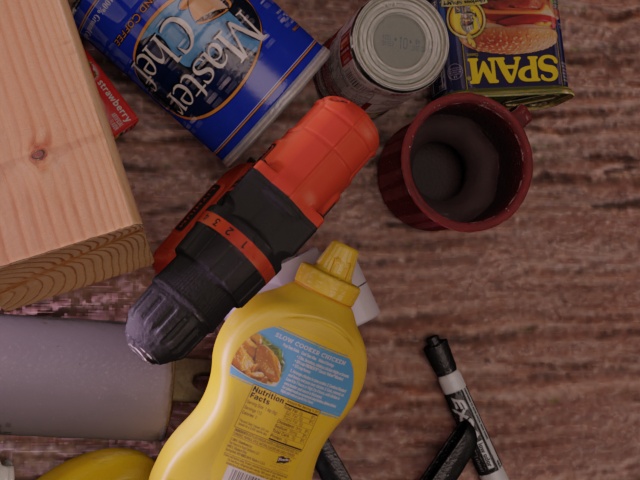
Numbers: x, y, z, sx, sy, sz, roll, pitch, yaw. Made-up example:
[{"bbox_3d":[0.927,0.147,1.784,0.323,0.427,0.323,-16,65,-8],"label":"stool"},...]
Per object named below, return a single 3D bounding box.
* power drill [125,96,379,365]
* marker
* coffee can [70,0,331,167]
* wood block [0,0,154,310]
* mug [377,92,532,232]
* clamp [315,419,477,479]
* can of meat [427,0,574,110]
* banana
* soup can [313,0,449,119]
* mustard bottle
[{"bbox_3d":[-0.054,0.001,0.650,0.057,0.188,0.184,46,76,-9],"label":"power drill"},{"bbox_3d":[0.104,0.124,0.766,0.020,0.020,0.121,-25,93,-14],"label":"marker"},{"bbox_3d":[-0.078,-0.131,0.696,0.140,0.103,0.102,42,78,-8],"label":"coffee can"},{"bbox_3d":[-0.170,-0.078,0.595,0.090,0.090,0.206,-18,77,-9],"label":"wood block"},{"bbox_3d":[0.097,-0.057,0.745,0.117,0.082,0.093,-40,96,-13],"label":"mug"},{"bbox_3d":[0.054,0.199,0.737,0.120,0.039,0.171,-6,93,1],"label":"clamp"},{"bbox_3d":[0.126,-0.138,0.771,0.102,0.057,0.084,-5,85,-14],"label":"can of meat"},{"bbox_3d":[-0.178,0.194,0.684,0.197,0.037,0.069,-38,95,-13],"label":"banana"},{"bbox_3d":[0.039,-0.123,0.724,0.068,0.102,0.068,1,86,-13],"label":"soup can"},{"bbox_3d":[-0.025,0.089,0.662,0.096,0.058,0.191,25,92,-18],"label":"mustard bottle"}]
